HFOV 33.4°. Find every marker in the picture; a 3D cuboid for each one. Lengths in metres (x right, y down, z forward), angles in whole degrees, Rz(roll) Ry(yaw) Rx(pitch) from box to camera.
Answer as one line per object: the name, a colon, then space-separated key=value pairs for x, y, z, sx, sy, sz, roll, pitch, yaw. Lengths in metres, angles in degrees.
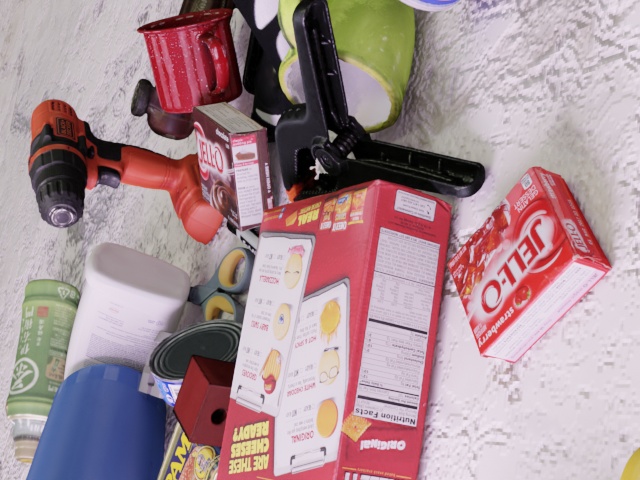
marker: x=-0.056 y=0.001 z=0.933 sx=0.121 sy=0.020 sz=0.020 roll=39 pitch=110 yaw=60

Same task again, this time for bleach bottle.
bleach bottle: x=-0.212 y=0.127 z=1.052 sx=0.068 sy=0.102 sz=0.251 roll=-85 pitch=18 yaw=-59

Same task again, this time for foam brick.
foam brick: x=-0.067 y=0.128 z=0.829 sx=0.051 sy=0.078 sz=0.053 roll=42 pitch=115 yaw=59

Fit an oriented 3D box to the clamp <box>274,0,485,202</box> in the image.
clamp: x=0.024 y=-0.062 z=0.755 sx=0.036 sy=0.164 sz=0.210 roll=-43 pitch=-5 yaw=-24

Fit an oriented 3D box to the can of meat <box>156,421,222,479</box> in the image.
can of meat: x=-0.087 y=0.199 z=0.852 sx=0.084 sy=0.057 sz=0.102 roll=37 pitch=109 yaw=57

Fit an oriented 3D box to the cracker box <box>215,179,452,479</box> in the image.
cracker box: x=0.007 y=0.078 z=0.729 sx=0.164 sy=0.072 sz=0.213 roll=-11 pitch=67 yaw=59

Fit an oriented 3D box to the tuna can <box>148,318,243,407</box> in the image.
tuna can: x=-0.097 y=0.103 z=0.888 sx=0.086 sy=0.086 sz=0.034 roll=41 pitch=151 yaw=59

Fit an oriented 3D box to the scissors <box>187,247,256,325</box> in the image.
scissors: x=-0.105 y=0.036 z=1.007 sx=0.202 sy=0.016 sz=0.096 roll=34 pitch=105 yaw=60

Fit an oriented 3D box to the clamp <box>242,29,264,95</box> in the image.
clamp: x=-0.038 y=-0.234 z=0.999 sx=0.120 sy=0.039 sz=0.171 roll=-27 pitch=58 yaw=52

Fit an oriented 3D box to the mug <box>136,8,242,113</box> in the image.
mug: x=-0.114 y=-0.168 z=1.007 sx=0.117 sy=0.093 sz=0.081 roll=21 pitch=127 yaw=56

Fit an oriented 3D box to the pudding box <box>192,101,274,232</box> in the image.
pudding box: x=-0.079 y=-0.068 z=0.953 sx=0.114 sy=0.039 sz=0.090 roll=-145 pitch=44 yaw=-59

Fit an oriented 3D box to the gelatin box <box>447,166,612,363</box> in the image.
gelatin box: x=0.116 y=0.014 z=0.609 sx=0.089 sy=0.030 sz=0.073 roll=-53 pitch=35 yaw=34

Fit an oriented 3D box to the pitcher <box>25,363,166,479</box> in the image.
pitcher: x=-0.195 y=0.232 z=0.938 sx=0.243 sy=0.145 sz=0.149 roll=-92 pitch=25 yaw=-56

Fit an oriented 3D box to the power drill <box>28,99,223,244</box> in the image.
power drill: x=-0.185 y=-0.056 z=1.017 sx=0.057 sy=0.187 sz=0.184 roll=-57 pitch=31 yaw=27
